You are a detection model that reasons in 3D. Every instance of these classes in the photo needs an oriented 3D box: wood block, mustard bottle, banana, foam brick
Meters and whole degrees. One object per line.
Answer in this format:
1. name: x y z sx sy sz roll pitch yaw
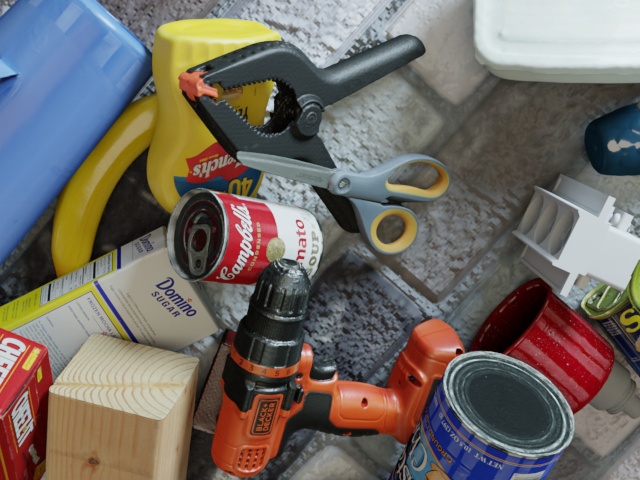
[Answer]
1. wood block: -0.159 0.191 0.839 0.091 0.090 0.206 13 116 7
2. mustard bottle: -0.086 -0.072 0.827 0.096 0.058 0.192 -11 122 -35
3. banana: -0.164 -0.051 0.855 0.069 0.037 0.198 41 97 -7
4. foam brick: -0.069 0.121 0.880 0.053 0.051 0.078 20 99 -4

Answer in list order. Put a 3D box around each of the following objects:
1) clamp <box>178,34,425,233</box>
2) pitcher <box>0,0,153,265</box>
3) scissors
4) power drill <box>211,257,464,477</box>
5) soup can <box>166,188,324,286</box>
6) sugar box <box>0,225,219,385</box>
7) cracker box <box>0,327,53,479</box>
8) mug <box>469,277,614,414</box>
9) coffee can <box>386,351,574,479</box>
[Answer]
1. clamp: -0.010 -0.104 0.802 0.209 0.036 0.164 18 95 -42
2. pitcher: -0.240 -0.080 0.789 0.243 0.149 0.145 -49 121 0
3. scissors: 0.016 -0.028 0.825 0.201 0.016 0.096 -6 120 -32
4. power drill: 0.015 0.099 0.829 0.187 0.057 0.185 4 118 -25
5. soup can: -0.055 0.001 0.804 0.102 0.069 0.068 8 103 -45
6. sugar box: -0.180 0.068 0.862 0.176 0.048 0.093 -27 120 1
7. cracker box: -0.309 0.105 0.799 0.214 0.164 0.072 22 55 7
8. mug: 0.173 0.097 0.866 0.081 0.093 0.117 40 130 -9
9. coffee can: 0.115 0.169 0.808 0.102 0.102 0.140 19 125 -4
